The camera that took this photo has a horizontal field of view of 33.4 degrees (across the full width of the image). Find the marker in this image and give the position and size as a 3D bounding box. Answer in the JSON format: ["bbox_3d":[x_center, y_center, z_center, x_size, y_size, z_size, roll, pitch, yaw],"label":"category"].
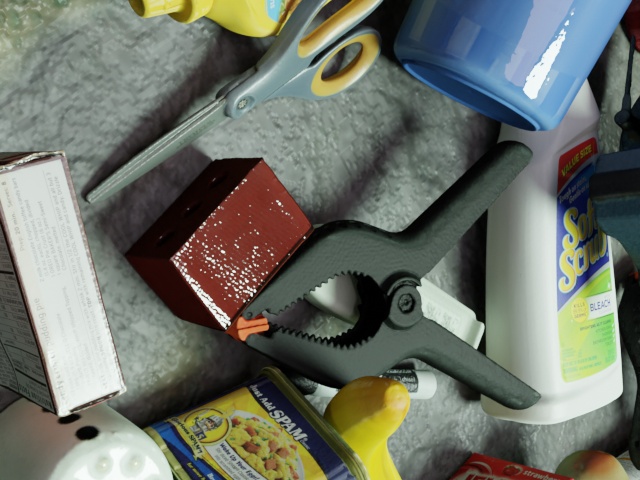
[{"bbox_3d":[0.020,0.086,0.645,0.120,0.020,0.020,7,89,-36],"label":"marker"}]

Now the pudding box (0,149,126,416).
[{"bbox_3d":[-0.134,0.017,0.485,0.039,0.090,0.113,-22,106,-32],"label":"pudding box"}]

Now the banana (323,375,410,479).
[{"bbox_3d":[0.032,0.123,0.606,0.037,0.070,0.198,-60,152,-29],"label":"banana"}]

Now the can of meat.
[{"bbox_3d":[-0.037,0.124,0.557,0.083,0.102,0.057,-21,136,-30],"label":"can of meat"}]

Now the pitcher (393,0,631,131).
[{"bbox_3d":[0.140,-0.192,0.624,0.149,0.145,0.243,23,95,-53],"label":"pitcher"}]

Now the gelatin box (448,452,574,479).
[{"bbox_3d":[0.110,0.174,0.674,0.073,0.089,0.030,-39,113,-28],"label":"gelatin box"}]

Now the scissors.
[{"bbox_3d":[-0.034,-0.075,0.590,0.202,0.016,0.096,-43,155,-1],"label":"scissors"}]

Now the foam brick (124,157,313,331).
[{"bbox_3d":[-0.054,0.001,0.566,0.078,0.053,0.051,-50,119,-24],"label":"foam brick"}]

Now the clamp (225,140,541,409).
[{"bbox_3d":[0.046,0.042,0.611,0.209,0.036,0.164,-15,101,-25],"label":"clamp"}]

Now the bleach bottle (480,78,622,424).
[{"bbox_3d":[0.147,-0.014,0.704,0.102,0.068,0.251,-10,97,-42],"label":"bleach bottle"}]
